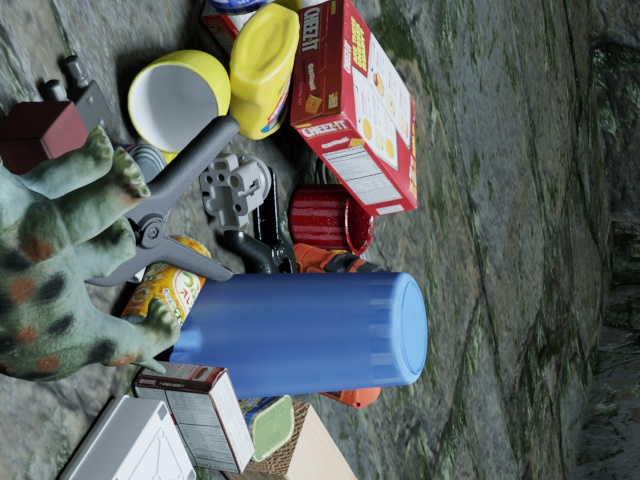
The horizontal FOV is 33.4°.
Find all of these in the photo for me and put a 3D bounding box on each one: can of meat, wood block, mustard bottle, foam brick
[{"bbox_3d":[-0.085,0.192,1.121,0.102,0.084,0.057,-24,113,-64],"label":"can of meat"},{"bbox_3d":[-0.032,0.273,1.239,0.206,0.090,0.090,64,37,-48],"label":"wood block"},{"bbox_3d":[-0.062,-0.160,1.122,0.192,0.058,0.096,105,7,-69],"label":"mustard bottle"},{"bbox_3d":[-0.215,-0.067,0.849,0.078,0.053,0.051,71,32,-41],"label":"foam brick"}]

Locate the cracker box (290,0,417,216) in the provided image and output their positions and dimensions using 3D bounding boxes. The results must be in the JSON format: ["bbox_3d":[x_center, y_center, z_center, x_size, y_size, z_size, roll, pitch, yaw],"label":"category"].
[{"bbox_3d":[0.042,-0.149,1.232,0.213,0.072,0.164,45,39,-51],"label":"cracker box"}]

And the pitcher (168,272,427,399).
[{"bbox_3d":[-0.019,0.092,1.067,0.149,0.243,0.145,-72,150,-46],"label":"pitcher"}]

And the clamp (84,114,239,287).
[{"bbox_3d":[-0.151,-0.006,0.930,0.209,0.036,0.164,-27,128,-35],"label":"clamp"}]

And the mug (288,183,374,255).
[{"bbox_3d":[0.013,-0.017,1.327,0.093,0.082,0.117,-16,107,-65],"label":"mug"}]

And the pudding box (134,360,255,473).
[{"bbox_3d":[-0.121,0.171,1.031,0.039,0.090,0.113,-60,143,-46],"label":"pudding box"}]

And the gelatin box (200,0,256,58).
[{"bbox_3d":[-0.090,-0.251,1.142,0.073,0.030,0.089,51,46,-54],"label":"gelatin box"}]

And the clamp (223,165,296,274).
[{"bbox_3d":[-0.058,0.002,1.225,0.171,0.039,0.120,67,39,-49],"label":"clamp"}]

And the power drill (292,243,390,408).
[{"bbox_3d":[0.036,0.105,1.287,0.057,0.185,0.188,-27,126,-46],"label":"power drill"}]
